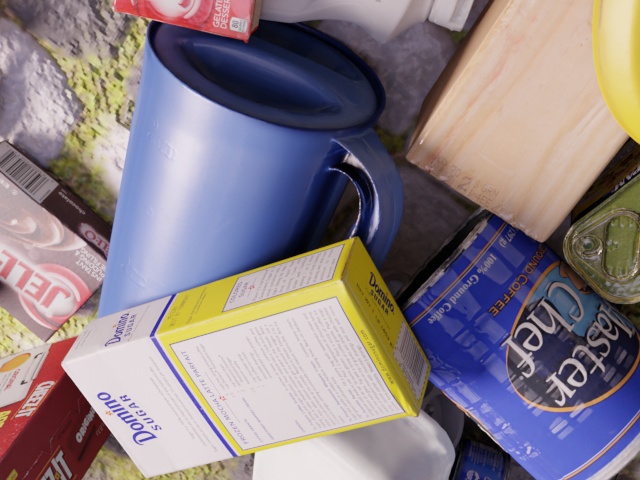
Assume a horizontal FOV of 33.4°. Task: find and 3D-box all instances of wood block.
[{"bbox_3d":[0.138,-0.114,0.541,0.090,0.090,0.206,31,119,-4],"label":"wood block"}]

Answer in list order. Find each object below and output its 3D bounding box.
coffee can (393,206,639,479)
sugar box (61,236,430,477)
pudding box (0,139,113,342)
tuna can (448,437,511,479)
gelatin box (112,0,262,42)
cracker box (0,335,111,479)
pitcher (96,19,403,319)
[{"bbox_3d":[0.114,0.059,0.595,0.140,0.102,0.103,43,118,1],"label":"coffee can"},{"bbox_3d":[-0.040,0.066,0.570,0.176,0.048,0.093,-16,118,27],"label":"sugar box"},{"bbox_3d":[-0.196,0.002,0.712,0.113,0.039,0.090,43,119,-9],"label":"pudding box"},{"bbox_3d":[0.094,0.174,0.700,0.034,0.086,0.086,20,119,5],"label":"tuna can"},{"bbox_3d":[-0.062,-0.151,0.534,0.073,0.030,0.089,14,114,2],"label":"gelatin box"},{"bbox_3d":[-0.259,0.157,0.736,0.214,0.164,0.072,-16,113,21],"label":"cracker box"},{"bbox_3d":[-0.054,0.001,0.623,0.145,0.149,0.243,12,124,-13],"label":"pitcher"}]
